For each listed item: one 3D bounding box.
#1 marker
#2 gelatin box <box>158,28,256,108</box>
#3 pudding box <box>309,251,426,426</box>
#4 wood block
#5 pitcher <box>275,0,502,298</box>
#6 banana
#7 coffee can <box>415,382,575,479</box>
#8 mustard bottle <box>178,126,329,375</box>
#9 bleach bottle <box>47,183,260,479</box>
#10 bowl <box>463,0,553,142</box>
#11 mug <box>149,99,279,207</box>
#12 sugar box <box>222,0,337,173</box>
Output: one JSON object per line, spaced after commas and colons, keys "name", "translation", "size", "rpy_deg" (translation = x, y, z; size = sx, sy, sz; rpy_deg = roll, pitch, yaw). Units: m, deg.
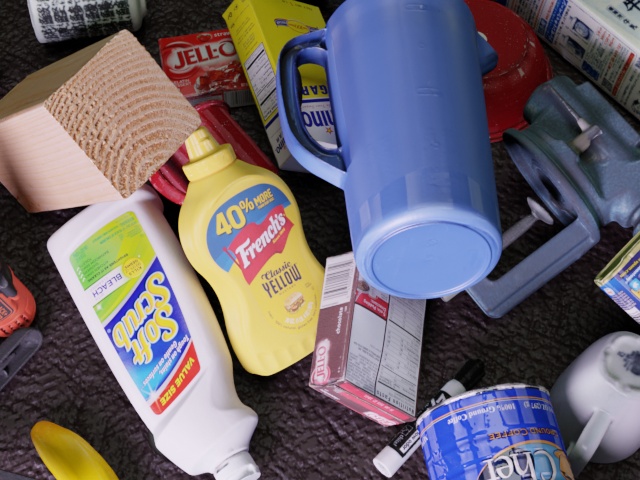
{"name": "marker", "translation": [0.088, 0.136, 0.834], "size": [0.020, 0.020, 0.121], "rpy_deg": [40, 67, 18]}
{"name": "gelatin box", "translation": [-0.101, -0.157, 0.985], "size": [0.089, 0.030, 0.073], "rpy_deg": [-9, 61, -7]}
{"name": "pudding box", "translation": [0.039, 0.076, 0.828], "size": [0.039, 0.090, 0.113], "rpy_deg": [-16, 53, 39]}
{"name": "wood block", "translation": [-0.193, -0.087, 0.839], "size": [0.090, 0.206, 0.090], "rpy_deg": [50, 64, -21]}
{"name": "pitcher", "translation": [0.061, -0.079, 0.836], "size": [0.149, 0.144, 0.243], "rpy_deg": [-27, 46, 27]}
{"name": "banana", "translation": [-0.164, 0.216, 0.773], "size": [0.069, 0.037, 0.198], "rpy_deg": [-12, 62, -9]}
{"name": "coffee can", "translation": [0.133, 0.186, 0.760], "size": [0.102, 0.103, 0.140], "rpy_deg": [-9, 61, -7]}
{"name": "mustard bottle", "translation": [-0.055, 0.001, 0.826], "size": [0.096, 0.058, 0.191], "rpy_deg": [-32, 104, -25]}
{"name": "bleach bottle", "translation": [-0.115, 0.079, 0.831], "size": [0.102, 0.068, 0.251], "rpy_deg": [-35, 68, 1]}
{"name": "bowl", "translation": [0.140, -0.170, 0.986], "size": [0.162, 0.055, 0.162], "rpy_deg": [1, 61, -2]}
{"name": "mug", "translation": [-0.095, -0.056, 0.888], "size": [0.081, 0.093, 0.117], "rpy_deg": [48, 30, 16]}
{"name": "sugar box", "translation": [-0.017, -0.140, 0.948], "size": [0.093, 0.048, 0.176], "rpy_deg": [4, 52, -41]}
